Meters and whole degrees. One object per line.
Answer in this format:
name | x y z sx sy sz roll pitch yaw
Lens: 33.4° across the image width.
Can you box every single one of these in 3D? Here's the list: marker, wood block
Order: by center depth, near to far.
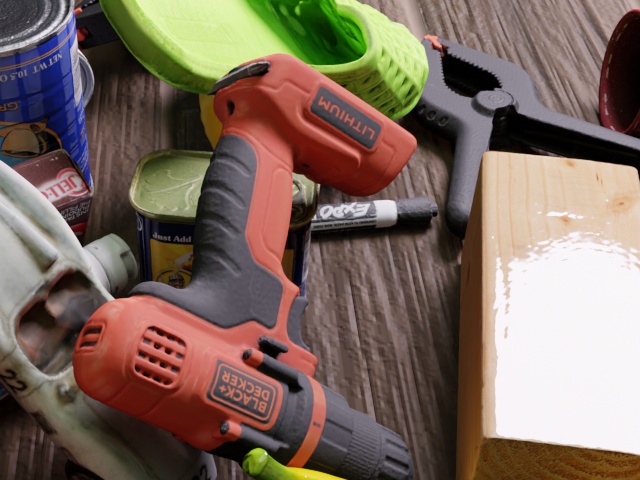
wood block | 0.121 0.053 0.558 0.090 0.091 0.206 7 43 2
marker | 0.016 -0.015 0.676 0.121 0.020 0.020 -5 43 -10

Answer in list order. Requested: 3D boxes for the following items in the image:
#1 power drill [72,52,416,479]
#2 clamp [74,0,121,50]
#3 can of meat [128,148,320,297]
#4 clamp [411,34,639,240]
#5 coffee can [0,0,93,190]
power drill | -0.010 0.020 0.513 0.184 0.057 0.187 30 62 -31
clamp | -0.100 -0.182 0.739 0.171 0.039 0.120 -35 26 0
can of meat | -0.054 0.001 0.604 0.102 0.084 0.057 5 42 0
clamp | 0.133 -0.084 0.748 0.164 0.036 0.210 -10 42 -13
coffee can | -0.193 -0.079 0.637 0.103 0.140 0.103 3 42 -3
